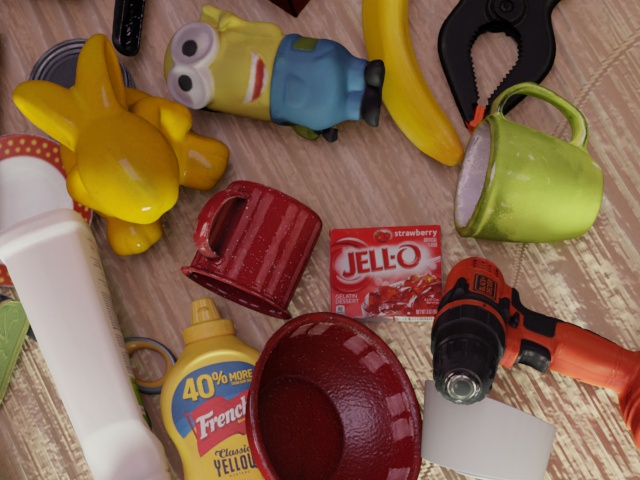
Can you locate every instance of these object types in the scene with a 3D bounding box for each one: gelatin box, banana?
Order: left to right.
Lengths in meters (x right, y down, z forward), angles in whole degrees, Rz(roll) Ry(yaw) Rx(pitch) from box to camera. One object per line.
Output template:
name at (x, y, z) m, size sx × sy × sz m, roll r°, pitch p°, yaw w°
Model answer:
gelatin box at (0.051, 0.026, 0.840) m, size 0.089 × 0.030 × 0.073 m, roll -1°, pitch 80°, yaw 6°
banana at (0.068, -0.151, 0.857) m, size 0.070 × 0.037 × 0.198 m, roll -14°, pitch 83°, yaw 46°

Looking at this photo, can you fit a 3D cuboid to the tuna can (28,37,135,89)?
tuna can at (-0.199, -0.123, 0.894) m, size 0.086 × 0.033 × 0.086 m, roll -1°, pitch 80°, yaw 6°

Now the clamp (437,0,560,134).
clamp at (0.160, -0.187, 0.863) m, size 0.164 × 0.036 × 0.210 m, roll 7°, pitch 83°, yaw 8°

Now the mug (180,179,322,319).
mug at (-0.055, 0.001, 0.818) m, size 0.093 × 0.117 × 0.081 m, roll 15°, pitch 75°, yaw 38°

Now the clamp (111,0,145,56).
clamp at (-0.154, -0.239, 0.896) m, size 0.120 × 0.039 × 0.171 m, roll -40°, pitch 59°, yaw 11°

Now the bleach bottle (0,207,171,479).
bleach bottle at (-0.166, 0.107, 0.796) m, size 0.068 × 0.102 × 0.251 m, roll -22°, pitch 79°, yaw -5°

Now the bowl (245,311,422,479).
bowl at (0.000, 0.137, 0.789) m, size 0.161 × 0.055 × 0.162 m, roll 17°, pitch 61°, yaw -34°

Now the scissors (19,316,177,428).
scissors at (-0.194, 0.078, 0.867) m, size 0.096 × 0.016 × 0.202 m, roll -41°, pitch 78°, yaw -3°

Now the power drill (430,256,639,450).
power drill at (0.167, 0.088, 0.749) m, size 0.187 × 0.184 × 0.057 m, roll 25°, pitch 115°, yaw 1°

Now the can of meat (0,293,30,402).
can of meat at (-0.290, 0.081, 0.849) m, size 0.084 × 0.057 × 0.102 m, roll 20°, pitch 92°, yaw 17°

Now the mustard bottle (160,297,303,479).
mustard bottle at (-0.071, 0.138, 0.820) m, size 0.096 × 0.058 × 0.191 m, roll -12°, pitch 78°, yaw -7°
